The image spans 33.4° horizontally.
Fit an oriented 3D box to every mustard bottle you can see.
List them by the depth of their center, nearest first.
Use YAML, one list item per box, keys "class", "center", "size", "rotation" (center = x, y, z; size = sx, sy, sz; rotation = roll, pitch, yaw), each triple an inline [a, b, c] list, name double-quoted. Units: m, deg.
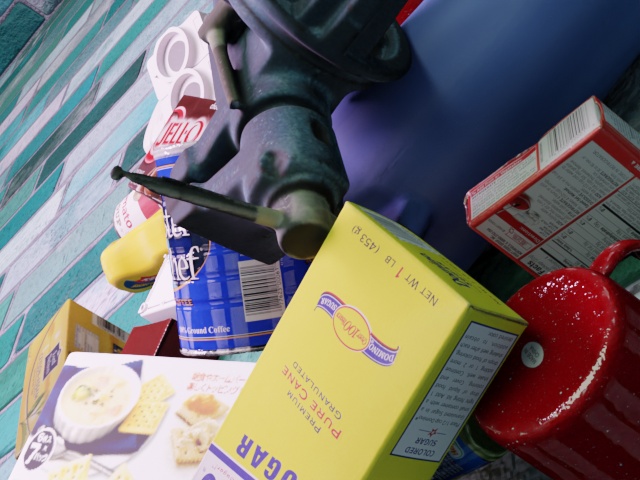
- class: "mustard bottle"
  center: [-0.153, 0.008, 1.008]
  size: [0.096, 0.058, 0.192]
  rotation: [-23, -3, -42]

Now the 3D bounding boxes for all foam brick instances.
- class: "foam brick"
  center: [-0.129, 0.102, 0.888]
  size: [0.078, 0.051, 0.053]
  rotation: [-16, 47, 55]

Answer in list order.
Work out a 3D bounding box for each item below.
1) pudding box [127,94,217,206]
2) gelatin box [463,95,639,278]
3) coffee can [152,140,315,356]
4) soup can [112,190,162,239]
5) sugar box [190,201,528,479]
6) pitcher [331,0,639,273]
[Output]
- class: "pudding box"
  center: [-0.099, -0.065, 0.835]
  size: [0.090, 0.039, 0.114]
  rotation: [-60, 31, -5]
- class: "gelatin box"
  center: [0.129, -0.020, 0.538]
  size: [0.089, 0.073, 0.030]
  rotation: [-40, 28, 33]
- class: "coffee can"
  center: [-0.055, 0.001, 0.733]
  size: [0.103, 0.102, 0.140]
  rotation: [-3, 95, 61]
- class: "soup can"
  center: [-0.158, -0.036, 1.090]
  size: [0.102, 0.068, 0.068]
  rotation: [-35, 32, 39]
- class: "sugar box"
  center: [0.005, 0.082, 0.466]
  size: [0.093, 0.048, 0.176]
  rotation: [42, 106, 47]
- class: "pitcher"
  center: [0.097, -0.096, 0.637]
  size: [0.243, 0.144, 0.149]
  rotation: [-49, 57, 6]
